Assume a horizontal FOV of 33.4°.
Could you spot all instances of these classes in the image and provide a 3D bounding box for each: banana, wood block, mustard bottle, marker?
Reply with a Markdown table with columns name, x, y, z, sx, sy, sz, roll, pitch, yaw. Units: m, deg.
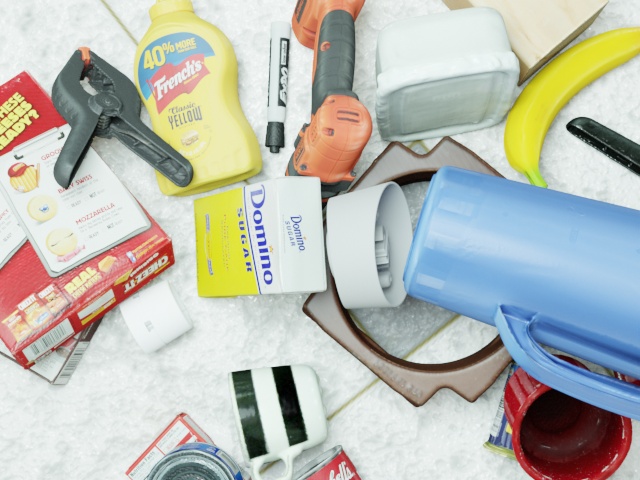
| name | x | y | z | sx | sy | sz | roll | pitch | yaw |
| --- | --- | --- | --- | --- | --- | --- | --- | --- | --- |
| banana | 0.217 | -0.127 | 0.945 | 0.070 | 0.037 | 0.197 | 33 | 73 | 13 |
| wood block | 0.145 | -0.248 | 0.941 | 0.090 | 0.091 | 0.206 | -41 | 86 | 2 |
| mustard bottle | -0.119 | -0.142 | 0.969 | 0.096 | 0.058 | 0.191 | -16 | 85 | 21 |
| marker | -0.040 | -0.141 | 0.984 | 0.020 | 0.020 | 0.121 | 3 | 87 | 4 |

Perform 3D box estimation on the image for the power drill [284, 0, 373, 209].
| name | x | y | z | sx | sy | sz | roll | pitch | yaw |
| --- | --- | --- | --- | --- | --- | --- | --- | --- | --- |
| power drill | 0.003 | -0.125 | 0.925 | 0.057 | 0.185 | 0.187 | 6 | 68 | -14 |

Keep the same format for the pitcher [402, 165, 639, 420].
| name | x | y | z | sx | sy | sz | roll | pitch | yaw |
| --- | --- | --- | --- | --- | --- | --- | --- | --- | --- |
| pitcher | 0.189 | 0.033 | 0.817 | 0.243 | 0.149 | 0.145 | 17 | 99 | 8 |

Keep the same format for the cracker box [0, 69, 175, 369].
| name | x | y | z | sx | sy | sz | roll | pitch | yaw |
| --- | --- | --- | --- | --- | --- | --- | --- | --- | --- |
| cracker box | -0.257 | -0.019 | 0.935 | 0.164 | 0.072 | 0.214 | -38 | 75 | -17 |

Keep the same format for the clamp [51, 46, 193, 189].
| name | x | y | z | sx | sy | sz | roll | pitch | yaw |
| --- | --- | --- | --- | --- | --- | --- | --- | --- | --- |
| clamp | -0.195 | -0.103 | 0.922 | 0.172 | 0.120 | 0.039 | 53 | 130 | 31 |

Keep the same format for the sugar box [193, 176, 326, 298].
| name | x | y | z | sx | sy | sz | roll | pitch | yaw |
| --- | --- | --- | --- | --- | --- | --- | --- | --- | --- |
| sugar box | -0.056 | 0.001 | 0.903 | 0.048 | 0.176 | 0.093 | -2 | 87 | -26 |

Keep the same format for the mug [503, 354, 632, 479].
| name | x | y | z | sx | sy | sz | roll | pitch | yaw |
| --- | --- | --- | --- | --- | --- | --- | --- | --- | --- |
| mug | 0.187 | 0.131 | 0.854 | 0.093 | 0.081 | 0.117 | -32 | 100 | 7 |

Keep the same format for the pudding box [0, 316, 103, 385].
| name | x | y | z | sx | sy | sz | roll | pitch | yaw |
| --- | --- | --- | --- | --- | --- | --- | --- | --- | --- |
| pudding box | -0.249 | 0.063 | 0.979 | 0.090 | 0.039 | 0.113 | 29 | 86 | 8 |

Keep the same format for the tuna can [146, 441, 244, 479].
| name | x | y | z | sx | sy | sz | roll | pitch | yaw |
| --- | --- | --- | --- | --- | --- | --- | --- | --- | --- |
| tuna can | -0.110 | 0.221 | 0.931 | 0.086 | 0.033 | 0.086 | 0 | 89 | 4 |

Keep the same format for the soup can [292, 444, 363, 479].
| name | x | y | z | sx | sy | sz | roll | pitch | yaw |
| --- | --- | --- | --- | --- | --- | --- | --- | --- | --- |
| soup can | 0.019 | 0.241 | 0.936 | 0.068 | 0.068 | 0.102 | -34 | 86 | 1 |

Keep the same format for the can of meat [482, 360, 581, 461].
| name | x | y | z | sx | sy | sz | roll | pitch | yaw |
| --- | --- | --- | --- | --- | --- | --- | --- | --- | --- |
| can of meat | 0.203 | 0.158 | 0.933 | 0.102 | 0.057 | 0.084 | 17 | 87 | 5 |

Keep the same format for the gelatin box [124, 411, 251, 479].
| name | x | y | z | sx | sy | sz | roll | pitch | yaw |
| --- | --- | --- | --- | --- | --- | --- | --- | --- | --- |
| gelatin box | -0.119 | 0.212 | 0.966 | 0.089 | 0.030 | 0.073 | 43 | 92 | 4 |
